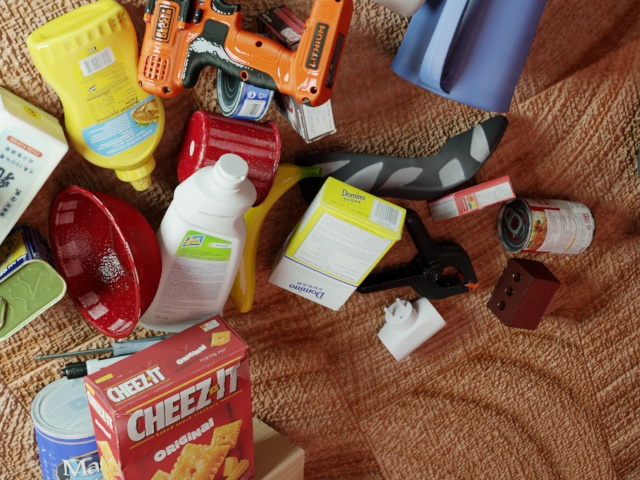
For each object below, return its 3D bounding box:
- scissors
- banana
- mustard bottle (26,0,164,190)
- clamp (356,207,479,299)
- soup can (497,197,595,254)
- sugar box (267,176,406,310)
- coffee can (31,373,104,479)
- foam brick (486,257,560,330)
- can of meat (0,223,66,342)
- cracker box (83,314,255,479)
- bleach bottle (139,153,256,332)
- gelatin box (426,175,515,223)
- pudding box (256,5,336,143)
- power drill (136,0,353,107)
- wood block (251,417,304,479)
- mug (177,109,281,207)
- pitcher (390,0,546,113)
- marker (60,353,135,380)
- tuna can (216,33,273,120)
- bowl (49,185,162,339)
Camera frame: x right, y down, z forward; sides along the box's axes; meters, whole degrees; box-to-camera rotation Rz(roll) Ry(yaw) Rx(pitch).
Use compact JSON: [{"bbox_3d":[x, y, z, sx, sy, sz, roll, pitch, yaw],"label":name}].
[{"bbox_3d":[-0.207,0.118,1.176,0.201,0.096,0.016,-7,91,-23],"label":"scissors"},{"bbox_3d":[-0.070,-0.012,1.168,0.037,0.070,0.198,-26,148,-59],"label":"banana"},{"bbox_3d":[-0.203,-0.129,1.034,0.096,0.058,0.191,-31,128,-18],"label":"mustard bottle"},{"bbox_3d":[0.120,0.037,1.300,0.171,0.039,0.120,30,113,-37],"label":"clamp"},{"bbox_3d":[0.280,-0.017,1.321,0.102,0.069,0.068,2,119,-27],"label":"soup can"},{"bbox_3d":[0.015,0.007,1.162,0.093,0.048,0.176,24,147,-10],"label":"sugar box"},{"bbox_3d":[-0.266,0.237,1.206,0.102,0.103,0.140,-11,124,-18],"label":"coffee can"},{"bbox_3d":[0.262,0.069,1.376,0.051,0.053,0.078,11,114,-30],"label":"foam brick"},{"bbox_3d":[-0.313,0.040,1.073,0.102,0.084,0.057,-37,128,0],"label":"can of meat"},{"bbox_3d":[-0.154,0.206,1.148,0.164,0.072,0.214,-25,135,-29],"label":"cracker box"},{"bbox_3d":[-0.117,0.003,1.090,0.102,0.068,0.251,3,143,-23],"label":"bleach bottle"},{"bbox_3d":[0.175,-0.046,1.244,0.073,0.089,0.030,-18,89,-16],"label":"gelatin box"},{"bbox_3d":[-0.024,-0.168,1.073,0.039,0.090,0.113,-22,127,-12],"label":"pudding box"},{"bbox_3d":[-0.068,-0.208,0.980,0.188,0.057,0.184,15,98,11],"label":"power drill"},{"bbox_3d":[-0.122,0.312,1.275,0.205,0.091,0.090,-29,134,-40],"label":"wood block"},{"bbox_3d":[-0.101,-0.079,1.100,0.081,0.093,0.117,11,138,-25],"label":"mug"},{"bbox_3d":[0.169,-0.259,1.076,0.144,0.149,0.243,10,112,-25],"label":"pitcher"},{"bbox_3d":[-0.233,0.139,1.212,0.121,0.020,0.020,-9,123,-19],"label":"marker"},{"bbox_3d":[-0.075,-0.163,1.055,0.033,0.086,0.086,2,119,-24],"label":"tuna can"},{"bbox_3d":[-0.208,0.015,1.075,0.055,0.162,0.162,-24,130,-38],"label":"bowl"}]
